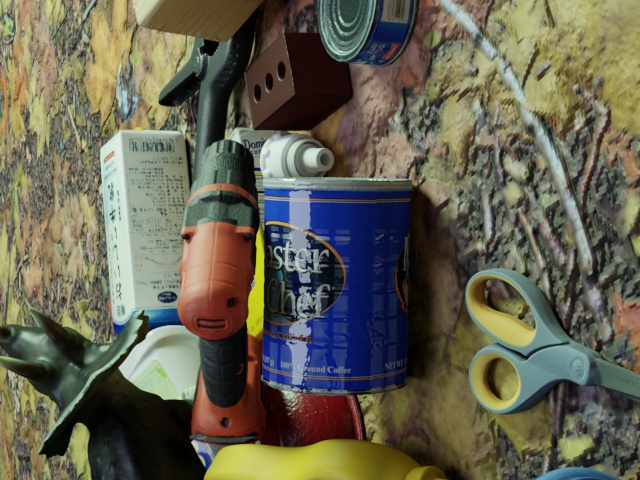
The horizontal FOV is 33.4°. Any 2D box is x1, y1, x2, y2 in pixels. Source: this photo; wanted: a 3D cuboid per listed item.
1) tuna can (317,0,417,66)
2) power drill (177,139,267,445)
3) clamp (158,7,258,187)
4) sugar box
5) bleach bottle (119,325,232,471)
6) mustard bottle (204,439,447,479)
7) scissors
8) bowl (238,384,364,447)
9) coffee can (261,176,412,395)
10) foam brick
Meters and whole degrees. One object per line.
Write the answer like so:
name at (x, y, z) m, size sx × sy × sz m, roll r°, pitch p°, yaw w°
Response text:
tuna can at (0.032, -0.168, 0.760) m, size 0.086 × 0.033 × 0.086 m, roll 4°, pitch 94°, yaw 61°
power drill at (-0.070, 0.043, 0.780) m, size 0.184 × 0.057 × 0.188 m, roll -88°, pitch -3°, yaw -49°
clamp at (-0.098, -0.153, 0.991) m, size 0.210 × 0.036 × 0.164 m, roll -60°, pitch 39°, yaw 40°
sugar box at (-0.056, 0.001, 0.915) m, size 0.093 × 0.048 × 0.176 m, roll -47°, pitch 52°, yaw 51°
bleach bottle at (-0.095, 0.200, 0.944) m, size 0.103 × 0.068 × 0.251 m, roll -50°, pitch 61°, yaw 21°
mustard bottle at (0.016, 0.179, 0.734) m, size 0.192 × 0.058 × 0.096 m, roll -13°, pitch 120°, yaw 37°
scissors at (0.138, 0.084, 0.594) m, size 0.202 × 0.016 × 0.096 m, roll 45°, pitch 130°, yaw 52°
bowl at (-0.027, 0.163, 0.859) m, size 0.162 × 0.055 × 0.162 m, roll 5°, pitch 96°, yaw 61°
coffee can at (0.011, 0.027, 0.734) m, size 0.103 × 0.102 × 0.140 m, roll 8°, pitch 98°, yaw 61°
foam brick at (-0.018, -0.122, 0.834) m, size 0.078 × 0.051 × 0.053 m, roll -32°, pitch 64°, yaw 57°
